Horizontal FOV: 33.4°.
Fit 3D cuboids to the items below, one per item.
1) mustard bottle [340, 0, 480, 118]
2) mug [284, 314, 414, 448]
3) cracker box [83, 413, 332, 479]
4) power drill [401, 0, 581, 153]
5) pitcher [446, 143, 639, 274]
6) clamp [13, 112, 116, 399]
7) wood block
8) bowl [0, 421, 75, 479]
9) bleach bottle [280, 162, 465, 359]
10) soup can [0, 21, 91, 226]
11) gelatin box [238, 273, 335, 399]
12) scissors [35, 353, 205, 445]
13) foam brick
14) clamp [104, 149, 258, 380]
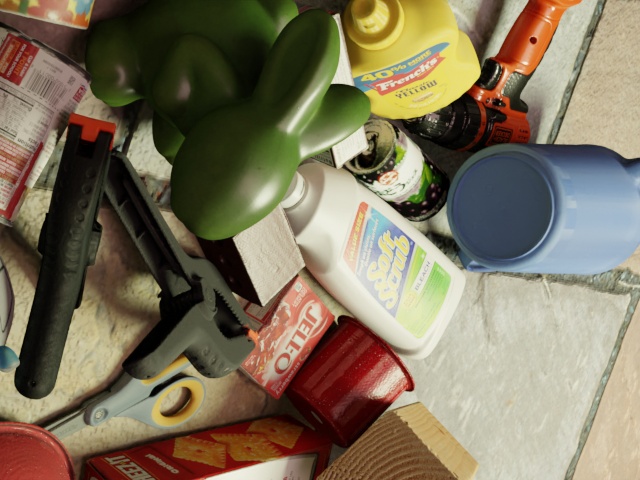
[{"bbox_3d":[0.057,-0.143,0.792,0.191,0.096,0.058,23,51,-71],"label":"mustard bottle"},{"bbox_3d":[0.020,0.129,0.944,0.081,0.093,0.117,-44,172,-17],"label":"mug"},{"bbox_3d":[-0.098,0.243,0.875,0.213,0.072,0.164,-4,111,-45],"label":"cracker box"},{"bbox_3d":[0.156,-0.165,0.942,0.184,0.057,0.188,2,117,-54],"label":"power drill"},{"bbox_3d":[0.203,-0.024,0.991,0.242,0.145,0.149,-2,107,-59],"label":"pitcher"},{"bbox_3d":[-0.155,0.000,0.664,0.039,0.120,0.171,14,107,-15],"label":"clamp"},{"bbox_3d":[0.076,0.207,0.948,0.090,0.091,0.206,-44,167,4],"label":"wood block"},{"bbox_3d":[-0.225,0.205,0.719,0.161,0.055,0.162,-24,130,-33],"label":"bowl"},{"bbox_3d":[0.030,0.012,0.906,0.250,0.068,0.102,36,80,-47],"label":"bleach bottle"},{"bbox_3d":[-0.187,-0.068,0.627,0.068,0.069,0.102,33,83,-49],"label":"soup can"},{"bbox_3d":[-0.035,0.077,0.891,0.089,0.030,0.073,-53,138,-14],"label":"gelatin box"},{"bbox_3d":[-0.157,0.137,0.801,0.201,0.016,0.096,-39,133,-27],"label":"scissors"},{"bbox_3d":[-0.055,0.001,0.815,0.051,0.053,0.078,-43,135,-24],"label":"foam brick"},{"bbox_3d":[-0.095,0.052,0.754,0.036,0.164,0.210,-20,145,12],"label":"clamp"}]
